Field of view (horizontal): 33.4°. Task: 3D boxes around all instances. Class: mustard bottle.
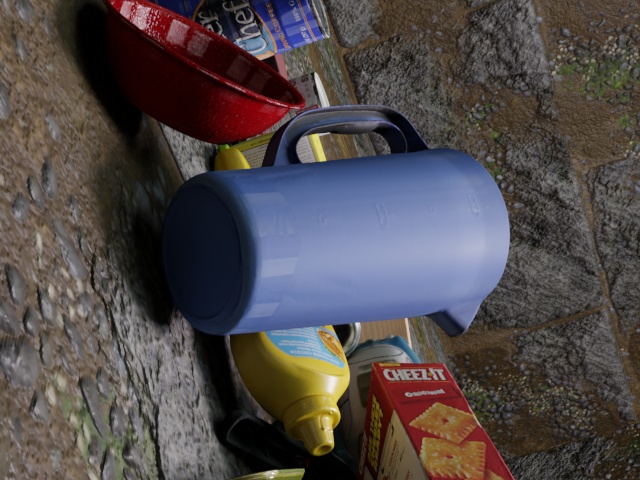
[{"bbox_3d":[-0.027,0.077,0.809,0.096,0.058,0.192,21,35,-41],"label":"mustard bottle"}]

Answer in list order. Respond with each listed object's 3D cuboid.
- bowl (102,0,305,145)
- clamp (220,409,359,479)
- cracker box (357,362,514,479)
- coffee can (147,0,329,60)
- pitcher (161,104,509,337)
[{"bbox_3d":[-0.093,-0.115,0.765,0.162,0.055,0.162,28,16,-9],"label":"bowl"},{"bbox_3d":[0.003,0.187,0.830,0.164,0.036,0.210,43,-1,8],"label":"clamp"},{"bbox_3d":[0.087,0.215,0.808,0.214,0.072,0.164,-115,-151,-63],"label":"cracker box"},{"bbox_3d":[-0.074,-0.204,0.935,0.102,0.140,0.103,-17,90,-81],"label":"coffee can"},{"bbox_3d":[0.009,-0.009,0.773,0.149,0.242,0.145,38,-59,40],"label":"pitcher"}]
